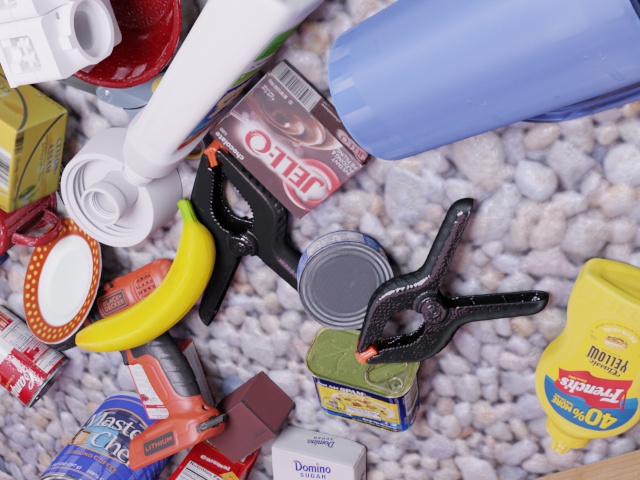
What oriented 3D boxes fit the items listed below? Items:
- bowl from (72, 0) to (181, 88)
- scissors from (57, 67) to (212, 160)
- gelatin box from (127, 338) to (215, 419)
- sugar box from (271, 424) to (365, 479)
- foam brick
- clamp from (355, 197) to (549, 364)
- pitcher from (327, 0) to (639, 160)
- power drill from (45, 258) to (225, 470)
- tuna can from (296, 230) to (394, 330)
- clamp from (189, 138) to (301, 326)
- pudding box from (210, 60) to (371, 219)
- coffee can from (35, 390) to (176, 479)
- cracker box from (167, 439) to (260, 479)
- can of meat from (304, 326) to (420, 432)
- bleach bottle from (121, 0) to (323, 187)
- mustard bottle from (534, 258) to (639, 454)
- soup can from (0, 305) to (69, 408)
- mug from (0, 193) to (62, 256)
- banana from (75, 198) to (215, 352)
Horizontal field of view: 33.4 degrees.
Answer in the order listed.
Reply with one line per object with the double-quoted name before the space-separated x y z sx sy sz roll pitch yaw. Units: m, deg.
"bowl" -0.176 -0.212 0.895 0.162 0.055 0.162 12 124 18
"scissors" -0.179 -0.145 0.963 0.202 0.016 0.096 34 126 2
"gelatin box" -0.159 0.148 1.128 0.073 0.030 0.089 -4 117 26
"sugar box" 0.000 0.283 1.130 0.093 0.048 0.176 11 120 19
"foam brick" -0.075 0.183 1.098 0.053 0.051 0.078 45 128 -8
"clamp" 0.107 0.058 0.922 0.120 0.039 0.172 44 110 -2
"pitcher" 0.134 -0.137 0.763 0.243 0.144 0.149 -20 97 37
"power drill" -0.188 0.130 1.074 0.185 0.057 0.187 -26 85 29
"tuna can" 0.022 0.035 0.950 0.086 0.034 0.086 -1 113 -3
"clamp" -0.056 0.001 0.984 0.165 0.036 0.210 4 125 21
"pudding box" -0.024 -0.085 0.914 0.113 0.039 0.090 46 128 -7
"coffee can" -0.229 0.245 1.152 0.103 0.140 0.103 12 124 18
"cracker box" -0.157 0.317 1.117 0.072 0.213 0.164 29 127 8
"can of meat" 0.042 0.131 0.993 0.102 0.057 0.084 13 147 18
"bleach bottle" -0.093 -0.133 0.879 0.068 0.102 0.251 43 129 -2
"mustard bottle" 0.235 0.111 0.904 0.096 0.058 0.192 23 127 11
"soup can" -0.337 0.126 1.174 0.102 0.068 0.069 39 128 -1
"mug" -0.314 -0.027 1.058 0.117 0.081 0.093 27 127 7
"banana" -0.154 0.050 1.000 0.070 0.037 0.198 45 112 11
